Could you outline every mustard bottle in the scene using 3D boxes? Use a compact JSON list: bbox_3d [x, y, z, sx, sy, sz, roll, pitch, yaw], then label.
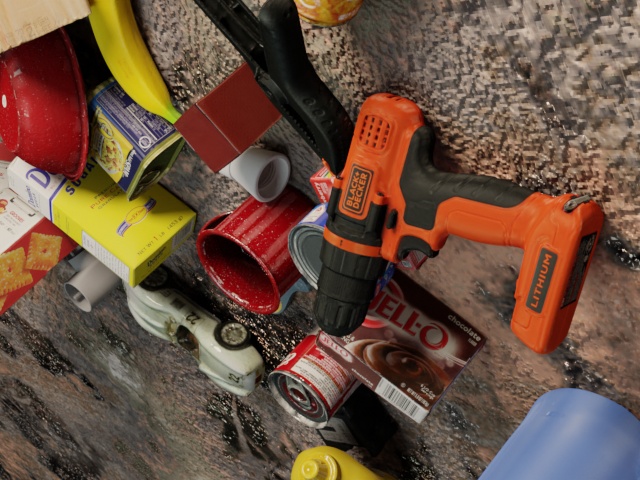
[{"bbox_3d":[0.023,0.247,1.085,0.096,0.058,0.191,14,165,26],"label":"mustard bottle"}]

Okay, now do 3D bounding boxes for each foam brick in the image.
[{"bbox_3d":[-0.066,-0.100,0.836,0.053,0.078,0.051,50,148,-9],"label":"foam brick"}]

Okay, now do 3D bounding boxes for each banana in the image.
[{"bbox_3d":[-0.163,-0.182,0.897,0.070,0.037,0.198,6,134,28],"label":"banana"}]

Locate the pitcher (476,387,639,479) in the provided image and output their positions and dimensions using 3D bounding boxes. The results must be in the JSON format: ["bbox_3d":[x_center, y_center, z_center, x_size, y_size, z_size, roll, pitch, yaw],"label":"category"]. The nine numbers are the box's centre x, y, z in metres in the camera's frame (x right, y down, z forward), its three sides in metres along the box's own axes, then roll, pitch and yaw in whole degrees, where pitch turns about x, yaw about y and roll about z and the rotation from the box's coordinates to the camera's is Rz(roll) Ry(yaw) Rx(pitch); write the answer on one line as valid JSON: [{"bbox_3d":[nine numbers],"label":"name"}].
[{"bbox_3d":[0.150,0.235,0.815,0.145,0.242,0.149,33,141,25],"label":"pitcher"}]

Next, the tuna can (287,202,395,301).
[{"bbox_3d":[0.017,0.012,0.851,0.086,0.033,0.086,32,148,22],"label":"tuna can"}]

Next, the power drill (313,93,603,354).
[{"bbox_3d":[0.086,0.009,0.739,0.188,0.057,0.184,23,111,25],"label":"power drill"}]

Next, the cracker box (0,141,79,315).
[{"bbox_3d":[-0.367,-0.003,1.177,0.164,0.213,0.072,22,144,34],"label":"cracker box"}]

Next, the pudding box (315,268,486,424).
[{"bbox_3d":[0.066,0.083,0.885,0.113,0.090,0.039,38,150,10],"label":"pudding box"}]

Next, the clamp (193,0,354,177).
[{"bbox_3d":[-0.023,-0.118,0.751,0.210,0.036,0.165,52,173,-35],"label":"clamp"}]

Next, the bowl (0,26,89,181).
[{"bbox_3d":[-0.269,-0.131,0.996,0.162,0.055,0.162,32,128,53],"label":"bowl"}]

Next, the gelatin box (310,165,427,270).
[{"bbox_3d":[0.041,-0.019,0.850,0.073,0.030,0.089,6,132,47],"label":"gelatin box"}]

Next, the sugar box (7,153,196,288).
[{"bbox_3d":[-0.220,-0.041,1.074,0.176,0.093,0.048,38,148,11],"label":"sugar box"}]

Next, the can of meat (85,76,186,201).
[{"bbox_3d":[-0.179,-0.097,0.994,0.084,0.057,0.102,47,149,2],"label":"can of meat"}]

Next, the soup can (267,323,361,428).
[{"bbox_3d":[0.010,0.111,0.972,0.069,0.102,0.068,31,147,23],"label":"soup can"}]

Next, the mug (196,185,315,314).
[{"bbox_3d":[-0.056,0.001,0.939,0.117,0.081,0.093,16,139,39],"label":"mug"}]
